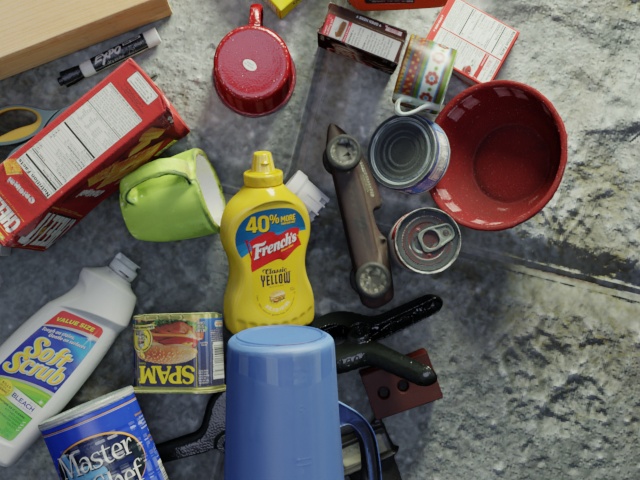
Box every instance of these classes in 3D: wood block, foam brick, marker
[{"bbox_3d":[-0.273,-0.254,1.134,0.206,0.090,0.091,-22,90,-2],"label":"wood block"},{"bbox_3d":[0.087,0.155,1.155,0.078,0.051,0.053,-20,90,-2],"label":"foam brick"},{"bbox_3d":[-0.232,-0.200,1.169,0.121,0.020,0.020,-26,90,-1],"label":"marker"}]

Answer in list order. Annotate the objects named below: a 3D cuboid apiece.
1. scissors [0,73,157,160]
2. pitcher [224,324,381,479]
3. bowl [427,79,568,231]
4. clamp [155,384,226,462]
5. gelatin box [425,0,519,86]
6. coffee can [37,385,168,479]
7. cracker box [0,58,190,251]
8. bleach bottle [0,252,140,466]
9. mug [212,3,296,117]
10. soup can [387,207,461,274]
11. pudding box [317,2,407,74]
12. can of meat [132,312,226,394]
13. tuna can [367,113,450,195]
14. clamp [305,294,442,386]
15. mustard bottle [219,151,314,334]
[{"bbox_3d":[-0.271,-0.120,1.169,0.201,0.016,0.096,-9,91,-2],"label":"scissors"},{"bbox_3d":[-0.027,0.212,1.083,0.145,0.149,0.243,3,99,25],"label":"pitcher"},{"bbox_3d":[0.193,-0.087,1.140,0.162,0.055,0.162,-4,82,30],"label":"bowl"},{"bbox_3d":[-0.108,0.217,1.157,0.164,0.036,0.210,31,92,-1],"label":"clamp"},{"bbox_3d":[0.162,-0.216,1.174,0.089,0.030,0.073,29,87,0],"label":"gelatin box"},{"bbox_3d":[-0.215,0.233,1.095,0.103,0.103,0.140,-22,89,-2],"label":"coffee can"},{"bbox_3d":[-0.241,-0.080,1.095,0.213,0.164,0.072,-40,88,-2],"label":"cracker box"},{"bbox_3d":[-0.288,0.114,1.143,0.102,0.068,0.251,38,86,-2],"label":"bleach bottle"},{"bbox_3d":[-0.071,-0.195,1.142,0.093,0.081,0.117,6,89,-1],"label":"mug"},{"bbox_3d":[0.108,0.001,1.132,0.068,0.102,0.068,0,89,-1],"label":"soup can"},{"bbox_3d":[0.044,-0.212,1.129,0.090,0.113,0.039,20,91,0],"label":"pudding box"},{"bbox_3d":[-0.151,0.119,1.135,0.102,0.057,0.084,-3,86,25],"label":"can of meat"},{"bbox_3d":[0.094,-0.093,1.148,0.086,0.033,0.086,-5,81,31],"label":"tuna can"},{"bbox_3d":[0.052,0.101,1.145,0.172,0.120,0.039,5,128,19],"label":"clamp"},{"bbox_3d":[-0.057,0.001,1.123,0.096,0.058,0.192,-8,106,-21],"label":"mustard bottle"}]
